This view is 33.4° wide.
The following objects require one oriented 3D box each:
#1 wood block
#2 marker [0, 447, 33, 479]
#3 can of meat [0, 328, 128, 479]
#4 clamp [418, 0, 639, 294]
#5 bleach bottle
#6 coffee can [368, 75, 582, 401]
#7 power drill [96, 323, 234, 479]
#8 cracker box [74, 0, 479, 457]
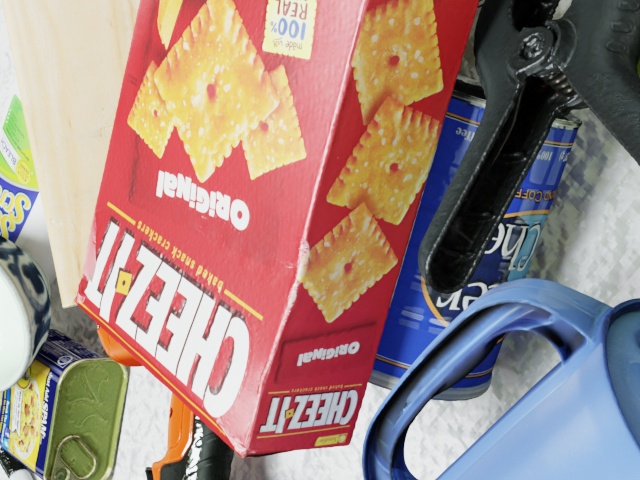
[{"bbox_3d":[-0.127,-0.070,0.660,0.090,0.091,0.206,-11,90,1],"label":"wood block"},{"bbox_3d":[-0.224,0.210,0.837,0.121,0.020,0.020,53,123,29],"label":"marker"},{"bbox_3d":[-0.193,0.122,0.783,0.084,0.057,0.102,19,102,43],"label":"can of meat"},{"bbox_3d":[0.099,-0.063,0.408,0.120,0.039,0.171,-6,64,42],"label":"clamp"},{"bbox_3d":[-0.220,-0.011,0.805,0.103,0.067,0.251,46,122,29],"label":"bleach bottle"},{"bbox_3d":[0.056,-0.007,0.522,0.103,0.102,0.140,29,109,39],"label":"coffee can"},{"bbox_3d":[-0.101,0.135,0.669,0.185,0.057,0.187,-16,70,32],"label":"power drill"},{"bbox_3d":[-0.032,-0.035,0.490,0.164,0.071,0.214,32,112,45],"label":"cracker box"}]
